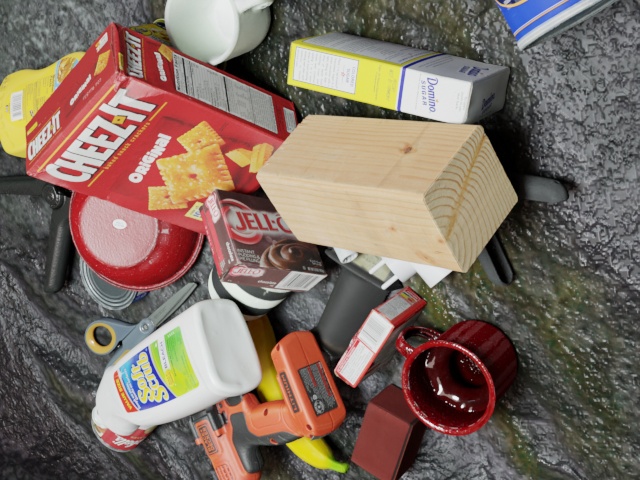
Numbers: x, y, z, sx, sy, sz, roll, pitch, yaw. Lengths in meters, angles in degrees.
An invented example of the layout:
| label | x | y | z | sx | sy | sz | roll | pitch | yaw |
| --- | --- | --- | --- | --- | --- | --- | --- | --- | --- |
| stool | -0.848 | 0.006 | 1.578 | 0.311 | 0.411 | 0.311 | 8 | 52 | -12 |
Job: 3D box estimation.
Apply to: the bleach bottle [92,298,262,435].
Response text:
| label | x | y | z | sx | sy | sz | roll | pitch | yaw |
| --- | --- | --- | --- | --- | --- | --- | --- | --- | --- |
| bleach bottle | -0.166 | 0.152 | 1.117 | 0.251 | 0.067 | 0.102 | -35 | 67 | 42 |

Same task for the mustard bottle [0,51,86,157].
| label | x | y | z | sx | sy | sz | roll | pitch | yaw |
| --- | --- | --- | --- | --- | --- | --- | --- | --- | --- |
| mustard bottle | -0.274 | -0.156 | 1.176 | 0.192 | 0.058 | 0.096 | -11 | 75 | 33 |

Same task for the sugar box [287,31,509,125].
| label | x | y | z | sx | sy | sz | roll | pitch | yaw |
| --- | --- | --- | --- | --- | --- | --- | --- | --- | --- |
| sugar box | 0.069 | -0.146 | 0.952 | 0.176 | 0.093 | 0.048 | 20 | 115 | 25 |

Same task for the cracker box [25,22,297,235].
| label | x | y | z | sx | sy | sz | roll | pitch | yaw |
| --- | --- | --- | --- | --- | --- | --- | --- | --- | --- |
| cracker box | -0.151 | -0.098 | 1.034 | 0.164 | 0.213 | 0.072 | -40 | 47 | 34 |

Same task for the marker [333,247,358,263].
| label | x | y | z | sx | sy | sz | roll | pitch | yaw |
| --- | --- | --- | --- | --- | --- | --- | --- | --- | --- |
| marker | 0.002 | -0.032 | 1.054 | 0.020 | 0.020 | 0.121 | -43 | 63 | 34 |

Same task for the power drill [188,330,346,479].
| label | x | y | z | sx | sy | sz | roll | pitch | yaw |
| --- | --- | --- | --- | --- | --- | --- | --- | --- | --- |
| power drill | -0.071 | 0.158 | 1.114 | 0.188 | 0.057 | 0.184 | -30 | 83 | 42 |

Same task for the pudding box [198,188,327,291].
| label | x | y | z | sx | sy | sz | roll | pitch | yaw |
| --- | --- | --- | --- | --- | --- | --- | --- | --- | --- |
| pudding box | -0.057 | 0.001 | 1.048 | 0.039 | 0.113 | 0.090 | -43 | 53 | 34 |

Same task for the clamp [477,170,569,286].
| label | x | y | z | sx | sy | sz | roll | pitch | yaw |
| --- | --- | --- | --- | --- | --- | --- | --- | --- | --- |
| clamp | 0.142 | -0.052 | 0.970 | 0.171 | 0.039 | 0.120 | 46 | 125 | 11 |

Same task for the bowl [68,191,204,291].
| label | x | y | z | sx | sy | sz | roll | pitch | yaw |
| --- | --- | --- | --- | --- | --- | --- | --- | --- | --- |
| bowl | -0.209 | -0.019 | 1.157 | 0.162 | 0.055 | 0.162 | 2 | 99 | 12 |

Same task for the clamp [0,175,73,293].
| label | x | y | z | sx | sy | sz | roll | pitch | yaw |
| --- | --- | --- | --- | --- | --- | --- | --- | --- | --- |
| clamp | -0.300 | -0.043 | 1.244 | 0.210 | 0.036 | 0.164 | -31 | 87 | 32 |

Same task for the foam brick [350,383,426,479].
| label | x | y | z | sx | sy | sz | roll | pitch | yaw |
| --- | --- | --- | --- | --- | --- | --- | --- | --- | --- |
| foam brick | 0.073 | 0.197 | 1.085 | 0.051 | 0.052 | 0.078 | 26 | 116 | 22 |

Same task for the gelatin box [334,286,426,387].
| label | x | y | z | sx | sy | sz | roll | pitch | yaw |
| --- | --- | --- | --- | --- | --- | --- | --- | --- | --- |
| gelatin box | 0.058 | 0.095 | 1.049 | 0.030 | 0.073 | 0.089 | 39 | 122 | 16 |

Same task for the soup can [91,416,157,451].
| label | x | y | z | sx | sy | sz | roll | pitch | yaw |
| --- | --- | --- | --- | --- | --- | --- | --- | --- | --- |
| soup can | -0.214 | 0.193 | 1.249 | 0.068 | 0.068 | 0.102 | 50 | 123 | 8 |

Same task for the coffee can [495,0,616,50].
| label | x | y | z | sx | sy | sz | roll | pitch | yaw |
| --- | --- | --- | --- | --- | --- | --- | --- | --- | --- |
| coffee can | 0.173 | -0.238 | 0.853 | 0.103 | 0.102 | 0.140 | -29 | 89 | 35 |

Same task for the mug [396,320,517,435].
| label | x | y | z | sx | sy | sz | roll | pitch | yaw |
| --- | --- | --- | --- | --- | --- | --- | --- | --- | --- |
| mug | 0.125 | 0.119 | 1.010 | 0.117 | 0.081 | 0.093 | 31 | 119 | 19 |

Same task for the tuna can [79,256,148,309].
| label | x | y | z | sx | sy | sz | roll | pitch | yaw |
| --- | --- | --- | --- | --- | --- | --- | --- | --- | --- |
| tuna can | -0.235 | 0.035 | 1.231 | 0.086 | 0.033 | 0.086 | 10 | 111 | 29 |

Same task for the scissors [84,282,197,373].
| label | x | y | z | sx | sy | sz | roll | pitch | yaw |
| --- | --- | --- | --- | --- | --- | --- | --- | --- | --- |
| scissors | -0.218 | 0.092 | 1.251 | 0.096 | 0.016 | 0.202 | 41 | 122 | 14 |

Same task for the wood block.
| label | x | y | z | sx | sy | sz | roll | pitch | yaw |
| --- | --- | --- | --- | --- | --- | --- | --- | --- | --- |
| wood block | 0.054 | -0.047 | 0.942 | 0.207 | 0.090 | 0.090 | 11 | 143 | 47 |

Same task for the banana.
| label | x | y | z | sx | sy | sz | roll | pitch | yaw |
| --- | --- | --- | --- | --- | --- | --- | --- | --- | --- |
| banana | -0.035 | 0.168 | 1.150 | 0.070 | 0.037 | 0.198 | -37 | 81 | 37 |
